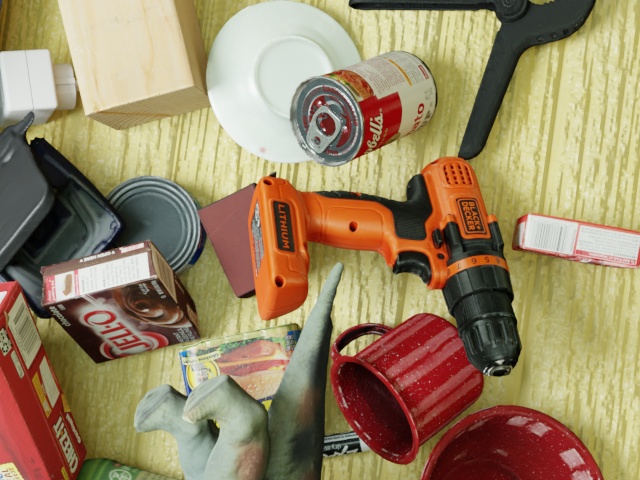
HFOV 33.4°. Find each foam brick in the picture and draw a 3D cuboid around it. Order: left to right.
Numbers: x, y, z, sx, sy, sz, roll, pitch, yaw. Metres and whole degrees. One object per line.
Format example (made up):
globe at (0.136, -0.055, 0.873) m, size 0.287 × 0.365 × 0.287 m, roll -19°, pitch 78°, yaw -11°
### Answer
foam brick at (-0.056, 0.001, 0.844) m, size 0.051 × 0.053 × 0.078 m, roll -25°, pitch 86°, yaw 4°

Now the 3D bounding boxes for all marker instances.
marker at (0.014, 0.162, 0.849) m, size 0.121 × 0.020 × 0.020 m, roll -10°, pitch 87°, yaw 5°

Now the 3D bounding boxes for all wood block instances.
wood block at (-0.155, -0.202, 0.842) m, size 0.090 × 0.091 × 0.206 m, roll -14°, pitch 87°, yaw 5°

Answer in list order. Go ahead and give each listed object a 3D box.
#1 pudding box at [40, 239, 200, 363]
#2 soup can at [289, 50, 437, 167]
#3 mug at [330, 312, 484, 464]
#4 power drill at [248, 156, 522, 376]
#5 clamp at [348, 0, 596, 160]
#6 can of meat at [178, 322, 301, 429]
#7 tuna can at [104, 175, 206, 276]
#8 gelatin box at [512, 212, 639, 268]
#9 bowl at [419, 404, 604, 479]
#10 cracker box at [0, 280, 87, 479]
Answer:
pudding box at (-0.152, 0.050, 0.822) m, size 0.090 × 0.113 × 0.039 m, roll -15°, pitch 57°, yaw 4°
soup can at (0.034, -0.102, 0.807) m, size 0.069 × 0.102 × 0.068 m, roll 18°, pitch 120°, yaw 34°
mug at (0.060, 0.102, 0.809) m, size 0.081 × 0.093 × 0.117 m, roll -31°, pitch 47°, yaw -29°
power drill at (0.046, 0.018, 0.778) m, size 0.187 × 0.057 × 0.184 m, roll 1°, pitch 53°, yaw -16°
clamp at (0.149, -0.173, 0.840) m, size 0.210 × 0.036 × 0.164 m, roll -28°, pitch 86°, yaw 7°
can of meat at (-0.056, 0.115, 0.839) m, size 0.102 × 0.057 × 0.084 m, roll -11°, pitch 84°, yaw 4°
tuna can at (-0.136, -0.008, 0.862) m, size 0.086 × 0.033 × 0.086 m, roll 0°, pitch 88°, yaw 5°
gelatin box at (0.195, 0.002, 0.811) m, size 0.089 × 0.073 × 0.030 m, roll 10°, pitch 90°, yaw 5°
bowl at (0.135, 0.207, 0.801) m, size 0.162 × 0.055 × 0.162 m, roll 5°, pitch 73°, yaw -18°
cracker box at (-0.303, 0.126, 0.791) m, size 0.214 × 0.072 × 0.164 m, roll -7°, pitch 119°, yaw 11°
